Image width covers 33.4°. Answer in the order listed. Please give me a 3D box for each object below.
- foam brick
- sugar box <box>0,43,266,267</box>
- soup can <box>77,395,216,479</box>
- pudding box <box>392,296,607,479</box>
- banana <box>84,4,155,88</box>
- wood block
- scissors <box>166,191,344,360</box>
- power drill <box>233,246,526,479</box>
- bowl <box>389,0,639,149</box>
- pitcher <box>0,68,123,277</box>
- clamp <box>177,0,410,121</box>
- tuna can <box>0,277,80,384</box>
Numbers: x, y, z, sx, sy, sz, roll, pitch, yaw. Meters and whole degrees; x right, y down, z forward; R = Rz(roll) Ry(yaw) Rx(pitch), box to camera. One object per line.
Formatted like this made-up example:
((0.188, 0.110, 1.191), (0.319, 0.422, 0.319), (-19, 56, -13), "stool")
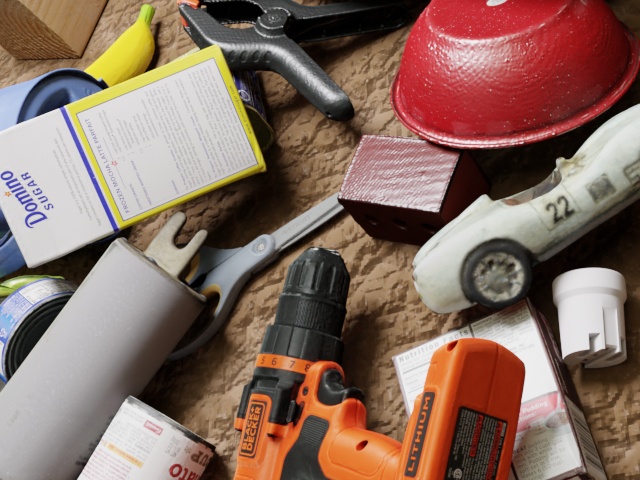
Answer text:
((0.060, -0.031, 0.684), (0.078, 0.053, 0.051), (9, 68, 35), "foam brick")
((-0.134, -0.058, 0.730), (0.176, 0.093, 0.048), (-22, 8, -4), "sugar box")
((-0.119, 0.158, 0.670), (0.069, 0.068, 0.102), (20, 74, 38), "soup can")
((0.096, 0.099, 0.593), (0.090, 0.039, 0.113), (-27, 49, 18), "pudding box")
((-0.212, -0.124, 0.921), (0.198, 0.037, 0.070), (-35, 31, 7), "banana")
((-0.242, -0.279, 0.996), (0.091, 0.090, 0.206), (5, 66, 35), "wood block")
((-0.055, 0.001, 0.758), (0.202, 0.016, 0.096), (-45, 52, 1), "scissors")
((0.025, 0.089, 0.590), (0.188, 0.057, 0.184), (-5, 70, 54), "power drill")
((0.117, -0.128, 0.673), (0.162, 0.055, 0.162), (-12, 39, 10), "bowl")
((-0.275, -0.044, 0.849), (0.243, 0.149, 0.145), (-7, 94, 32), "pitcher")
((-0.030, -0.142, 0.776), (0.171, 0.039, 0.120), (8, 48, 14), "clamp")
((-0.192, 0.070, 0.756), (0.034, 0.086, 0.086), (30, 80, 41), "tuna can")
